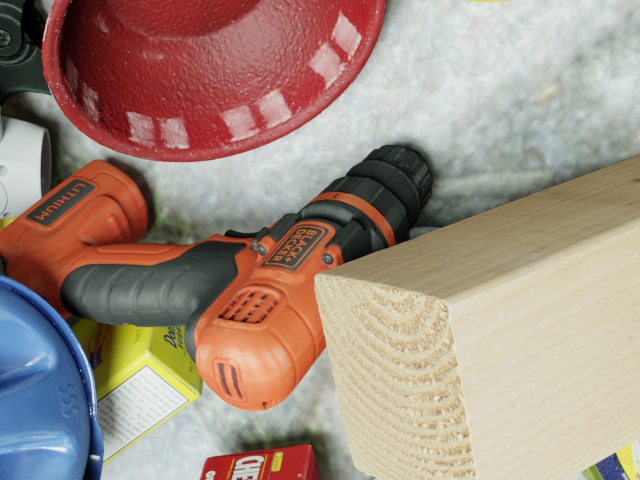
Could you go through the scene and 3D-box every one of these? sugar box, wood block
[{"bbox_3d":[-0.140,0.091,0.590,0.176,0.093,0.048,-35,116,17],"label":"sugar box"},{"bbox_3d":[0.112,0.029,0.462,0.205,0.090,0.091,-20,105,-29],"label":"wood block"}]

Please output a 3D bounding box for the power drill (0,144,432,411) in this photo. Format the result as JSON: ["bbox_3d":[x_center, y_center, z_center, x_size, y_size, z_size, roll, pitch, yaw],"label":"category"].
[{"bbox_3d":[-0.053,0.001,0.530,0.188,0.184,0.057,5,124,30],"label":"power drill"}]

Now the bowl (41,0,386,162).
[{"bbox_3d":[-0.053,-0.111,0.501,0.162,0.161,0.055,-35,54,18],"label":"bowl"}]

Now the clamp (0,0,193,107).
[{"bbox_3d":[-0.170,-0.119,0.552,0.210,0.036,0.164,-16,123,12],"label":"clamp"}]

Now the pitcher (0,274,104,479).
[{"bbox_3d":[-0.236,0.094,0.505,0.243,0.144,0.149,-15,106,39],"label":"pitcher"}]
